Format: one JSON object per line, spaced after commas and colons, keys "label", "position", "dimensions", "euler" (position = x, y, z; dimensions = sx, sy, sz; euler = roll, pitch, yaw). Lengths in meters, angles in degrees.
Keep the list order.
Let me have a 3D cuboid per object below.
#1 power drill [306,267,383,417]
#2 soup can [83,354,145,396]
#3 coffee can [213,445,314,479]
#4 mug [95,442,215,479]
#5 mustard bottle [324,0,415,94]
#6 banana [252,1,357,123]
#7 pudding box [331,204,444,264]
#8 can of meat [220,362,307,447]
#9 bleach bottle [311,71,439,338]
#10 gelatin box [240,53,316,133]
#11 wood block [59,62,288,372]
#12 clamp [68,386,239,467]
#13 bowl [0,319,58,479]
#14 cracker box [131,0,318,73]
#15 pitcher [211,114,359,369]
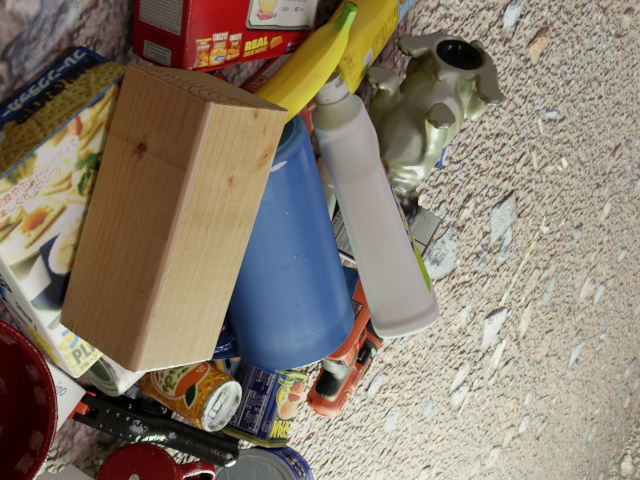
{"label": "power drill", "position": [0.038, 0.102, 1.237], "dimensions": [0.184, 0.057, 0.187], "euler": [-61, 163, -20]}
{"label": "soup can", "position": [-0.165, 0.080, 0.943], "dimensions": [0.102, 0.069, 0.068], "euler": [-43, 143, -30]}
{"label": "coffee can", "position": [-0.064, 0.273, 1.156], "dimensions": [0.103, 0.103, 0.140], "euler": [-62, 170, -4]}
{"label": "mug", "position": [-0.156, 0.237, 1.015], "dimensions": [0.117, 0.093, 0.081], "euler": [-18, 153, -6]}
{"label": "mustard bottle", "position": [0.057, -0.233, 1.051], "dimensions": [0.191, 0.058, 0.096], "euler": [-55, 167, -15]}
{"label": "banana", "position": [-0.042, -0.121, 0.893], "dimensions": [0.197, 0.037, 0.069], "euler": [-46, 158, -8]}
{"label": "pudding box", "position": [0.068, -0.010, 1.181], "dimensions": [0.090, 0.113, 0.039], "euler": [-61, 173, -4]}
{"label": "can of meat", "position": [-0.059, 0.175, 1.158], "dimensions": [0.102, 0.057, 0.084], "euler": [36, 72, -73]}
{"label": "bleach bottle", "position": [0.045, -0.037, 1.009], "dimensions": [0.102, 0.068, 0.251], "euler": [-95, 166, -64]}
{"label": "gelatin box", "position": [-0.035, -0.129, 1.021], "dimensions": [0.073, 0.030, 0.089], "euler": [-47, 144, -26]}
{"label": "wood block", "position": [-0.112, -0.017, 0.796], "dimensions": [0.090, 0.091, 0.206], "euler": [-3, 116, -54]}
{"label": "clamp", "position": [-0.155, 0.170, 0.980], "dimensions": [0.171, 0.120, 0.039], "euler": [22, 85, -55]}
{"label": "bowl", "position": [-0.278, 0.126, 0.780], "dimensions": [0.161, 0.055, 0.162], "euler": [-2, 94, -28]}
{"label": "cracker box", "position": [-0.066, -0.251, 0.848], "dimensions": [0.163, 0.072, 0.214], "euler": [-23, 129, -48]}
{"label": "pitcher", "position": [-0.057, 0.001, 1.001], "dimensions": [0.149, 0.145, 0.243], "euler": [-68, 155, -45]}
